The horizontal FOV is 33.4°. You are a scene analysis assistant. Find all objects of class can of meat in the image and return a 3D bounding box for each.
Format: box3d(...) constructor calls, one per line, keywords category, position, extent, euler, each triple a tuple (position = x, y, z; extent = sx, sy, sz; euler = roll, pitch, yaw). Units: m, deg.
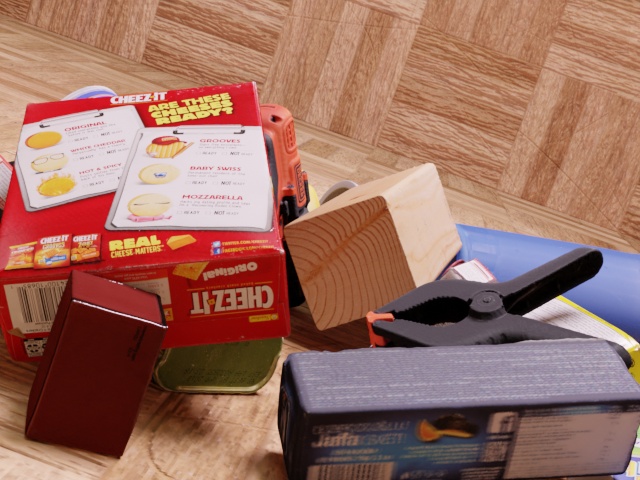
box3d(category="can of meat", position=(-0.086, 0.059, 0.706), extent=(0.101, 0.057, 0.084), euler=(8, 18, -43))

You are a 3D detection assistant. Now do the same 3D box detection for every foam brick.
box3d(category="foam brick", position=(-0.118, 0.065, 0.562), extent=(0.053, 0.078, 0.051), euler=(18, 10, -18))

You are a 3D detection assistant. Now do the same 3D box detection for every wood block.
box3d(category="wood block", position=(0.052, -0.002, 0.923), extent=(0.091, 0.090, 0.205), euler=(-18, 5, 20))

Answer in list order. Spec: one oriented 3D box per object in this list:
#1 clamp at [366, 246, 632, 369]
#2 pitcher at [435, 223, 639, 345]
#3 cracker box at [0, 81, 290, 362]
box3d(category="clamp", position=(0.119, 0.058, 0.704), extent=(0.171, 0.039, 0.120), euler=(-14, 28, 3))
box3d(category="pitcher", position=(0.226, 0.064, 1.076), extent=(0.242, 0.145, 0.149), euler=(12, -8, -19))
box3d(category="cracker box", position=(-0.111, -0.019, 0.682), extent=(0.164, 0.072, 0.214), euler=(-6, 34, -5))
